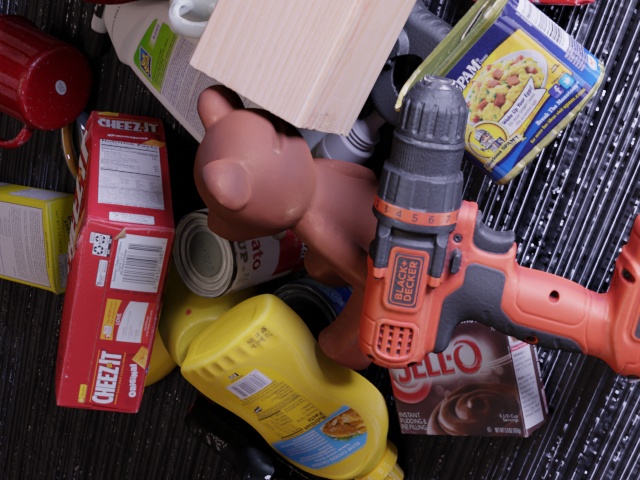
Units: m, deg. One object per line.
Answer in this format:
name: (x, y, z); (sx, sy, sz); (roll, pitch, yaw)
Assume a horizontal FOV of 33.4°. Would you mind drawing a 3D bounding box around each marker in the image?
marker: (-0.184, -0.212, 0.929); (0.020, 0.020, 0.121); (42, 125, 24)

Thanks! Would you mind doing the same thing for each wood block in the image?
wood block: (0.013, -0.180, 0.678); (0.091, 0.090, 0.206); (31, 103, 20)

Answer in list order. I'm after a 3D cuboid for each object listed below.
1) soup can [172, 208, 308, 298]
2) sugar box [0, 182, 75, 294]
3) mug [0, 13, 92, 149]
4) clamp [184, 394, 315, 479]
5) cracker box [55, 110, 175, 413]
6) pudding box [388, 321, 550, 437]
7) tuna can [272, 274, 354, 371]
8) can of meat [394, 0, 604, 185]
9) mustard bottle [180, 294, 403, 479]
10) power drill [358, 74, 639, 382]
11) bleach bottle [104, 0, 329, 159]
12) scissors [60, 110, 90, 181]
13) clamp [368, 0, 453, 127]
soup can: (-0.055, 0.001, 0.821); (0.069, 0.102, 0.068); (12, 109, 38)
sugar box: (-0.306, -0.008, 1.073); (0.177, 0.048, 0.093); (12, 109, 42)
mug: (-0.266, -0.138, 0.964); (0.082, 0.093, 0.117); (27, 91, 32)
clamp: (-0.054, 0.175, 0.859); (0.210, 0.164, 0.036); (28, 81, 42)
cracker box: (-0.169, 0.010, 0.866); (0.214, 0.072, 0.164); (-110, 31, -60)
pudding box: (0.100, 0.090, 0.755); (0.114, 0.039, 0.090); (-8, 96, 42)
tuna can: (-0.004, 0.070, 0.842); (0.086, 0.033, 0.086); (12, 110, 38)
can of meat: (0.111, -0.096, 0.657); (0.084, 0.057, 0.102); (37, 120, -10)
mustard bottle: (-0.006, 0.126, 0.799); (0.096, 0.058, 0.191); (-34, 114, 31)
power drill: (0.123, 0.002, 0.643); (0.187, 0.057, 0.184); (10, 112, 5)
bleach bottle: (-0.095, -0.145, 0.844); (0.251, 0.067, 0.103); (45, 125, 26)
scissors: (-0.193, -0.029, 0.989); (0.096, 0.016, 0.202); (-17, 90, 42)
clamp: (0.056, -0.144, 0.730); (0.171, 0.039, 0.120); (49, 129, 17)
